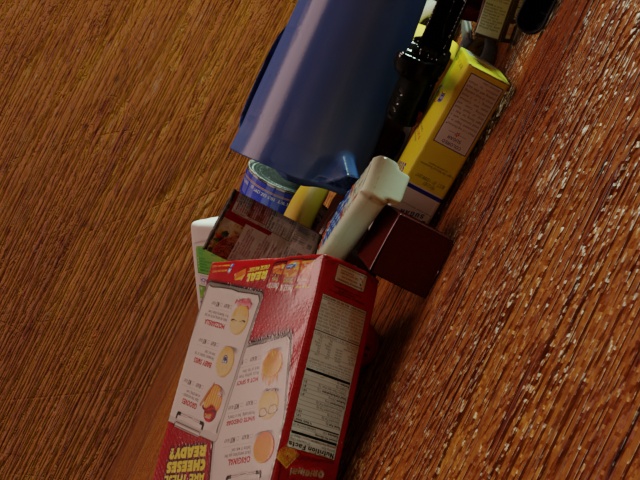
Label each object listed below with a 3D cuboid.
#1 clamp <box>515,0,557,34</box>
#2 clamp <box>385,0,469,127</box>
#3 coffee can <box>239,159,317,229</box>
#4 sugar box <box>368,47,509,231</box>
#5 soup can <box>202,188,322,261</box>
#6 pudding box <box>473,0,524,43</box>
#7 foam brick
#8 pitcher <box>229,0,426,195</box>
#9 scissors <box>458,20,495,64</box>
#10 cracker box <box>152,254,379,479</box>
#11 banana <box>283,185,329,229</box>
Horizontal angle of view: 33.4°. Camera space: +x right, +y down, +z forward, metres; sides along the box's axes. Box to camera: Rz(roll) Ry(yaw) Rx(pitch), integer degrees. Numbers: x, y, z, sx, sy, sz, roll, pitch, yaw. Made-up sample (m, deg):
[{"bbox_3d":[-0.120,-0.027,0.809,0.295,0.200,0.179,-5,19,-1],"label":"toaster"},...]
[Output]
[{"bbox_3d":[0.203,-0.246,0.849,0.171,0.039,0.120,-60,2,-19],"label":"clamp"},{"bbox_3d":[0.097,-0.168,0.928,0.164,0.036,0.210,-60,-6,-17],"label":"clamp"},{"bbox_3d":[-0.062,-0.016,1.307,0.103,0.102,0.140,-87,17,-69],"label":"coffee can"},{"bbox_3d":[0.099,-0.077,0.933,0.176,0.048,0.093,-59,6,17],"label":"sugar box"},{"bbox_3d":[-0.057,0.001,1.063,0.068,0.102,0.068,-61,6,12],"label":"soup can"},{"bbox_3d":[0.172,-0.244,0.947,0.090,0.039,0.113,100,-174,-52],"label":"pudding box"},{"bbox_3d":[0.068,0.006,0.867,0.053,0.051,0.078,-62,9,6],"label":"foam brick"},{"bbox_3d":[0.011,-0.172,1.024,0.145,0.149,0.243,-17,-50,-83],"label":"pitcher"},{"bbox_3d":[0.141,-0.177,1.081,0.096,0.016,0.202,-62,9,14],"label":"scissors"},{"bbox_3d":[-0.046,0.123,0.865,0.164,0.072,0.213,-5,67,51],"label":"cracker box"},{"bbox_3d":[-0.030,0.000,1.212,0.069,0.037,0.198,46,-118,-76],"label":"banana"}]
